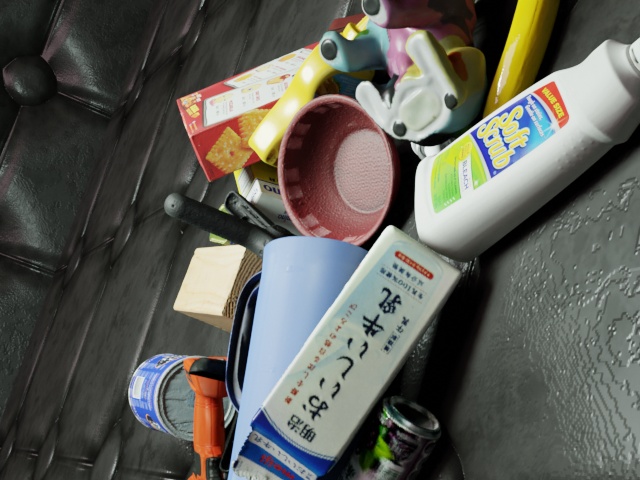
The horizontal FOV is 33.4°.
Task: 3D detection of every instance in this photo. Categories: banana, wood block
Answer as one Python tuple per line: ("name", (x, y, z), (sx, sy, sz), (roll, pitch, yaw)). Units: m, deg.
("banana", (0.182, -0.181, 0.946), (0.070, 0.037, 0.197), (110, 177, -72))
("wood block", (-0.098, 0.062, 1.304), (0.206, 0.090, 0.090), (-4, 64, 68))

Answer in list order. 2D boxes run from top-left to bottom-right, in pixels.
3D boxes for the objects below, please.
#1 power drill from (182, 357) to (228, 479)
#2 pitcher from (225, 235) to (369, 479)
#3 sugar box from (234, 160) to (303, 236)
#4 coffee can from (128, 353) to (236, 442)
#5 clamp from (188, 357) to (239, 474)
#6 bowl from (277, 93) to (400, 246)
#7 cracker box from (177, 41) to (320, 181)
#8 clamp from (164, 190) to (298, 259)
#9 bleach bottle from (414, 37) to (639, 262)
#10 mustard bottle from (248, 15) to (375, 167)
("power drill", (-0.115, 0.225, 1.145), (0.185, 0.057, 0.188), (-168, 80, -74))
("pitcher", (-0.018, 0.127, 0.987), (0.149, 0.145, 0.243), (116, 167, -70))
("sugar box", (-0.054, -0.062, 1.319), (0.048, 0.093, 0.176), (-61, 22, 16))
("coffee can", (-0.175, 0.195, 1.340), (0.140, 0.102, 0.103), (-11, 59, 66))
("clamp", (-0.066, 0.162, 1.097), (0.039, 0.171, 0.120), (-2, 98, 36))
("bowl", (0.030, -0.071, 1.116), (0.162, 0.055, 0.162), (7, 100, 43))
("cracker box", (-0.059, -0.162, 1.304), (0.213, 0.072, 0.164), (-22, 25, -4))
("clamp", (-0.057, 0.001, 1.129), (0.036, 0.210, 0.164), (-63, -22, 13))
("bleach bottle", (0.172, -0.082, 0.830), (0.251, 0.068, 0.102), (-42, 33, 45))
("mustard bottle", (0.006, -0.164, 1.164), (0.058, 0.096, 0.192), (50, 116, 27))
